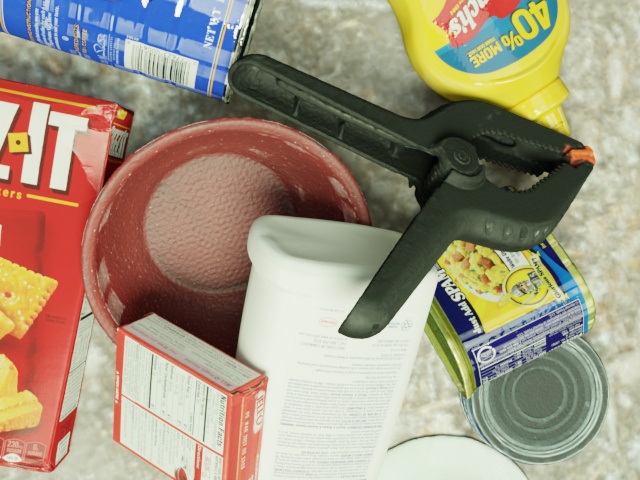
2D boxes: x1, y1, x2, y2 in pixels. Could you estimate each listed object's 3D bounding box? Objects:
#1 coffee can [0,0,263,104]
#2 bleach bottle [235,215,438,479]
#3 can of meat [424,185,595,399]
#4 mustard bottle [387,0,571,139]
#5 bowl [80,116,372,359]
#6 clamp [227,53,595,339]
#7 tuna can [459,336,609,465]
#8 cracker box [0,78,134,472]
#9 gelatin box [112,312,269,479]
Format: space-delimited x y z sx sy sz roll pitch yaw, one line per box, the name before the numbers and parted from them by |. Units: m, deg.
coffee can | -0.103 -0.144 0.586 0.140 0.103 0.103 17 92 -4
bleach bottle | -0.014 0.114 0.598 0.102 0.068 0.251 7 113 -18
can of meat | 0.096 0.026 0.612 0.084 0.057 0.102 -26 56 -4
mustard bottle | 0.088 -0.137 0.618 0.096 0.058 0.191 -33 95 -6
bowl | -0.054 0.001 0.606 0.162 0.055 0.162 -4 113 -11
clamp | 0.065 -0.024 0.555 0.209 0.036 0.164 1 56 -29
tuna can | 0.128 0.091 0.642 0.086 0.034 0.086 0 89 -2
cracker box | -0.209 0.012 0.605 0.164 0.072 0.214 11 92 -4
gelatin box | -0.070 0.089 0.564 0.089 0.030 0.073 23 120 33
